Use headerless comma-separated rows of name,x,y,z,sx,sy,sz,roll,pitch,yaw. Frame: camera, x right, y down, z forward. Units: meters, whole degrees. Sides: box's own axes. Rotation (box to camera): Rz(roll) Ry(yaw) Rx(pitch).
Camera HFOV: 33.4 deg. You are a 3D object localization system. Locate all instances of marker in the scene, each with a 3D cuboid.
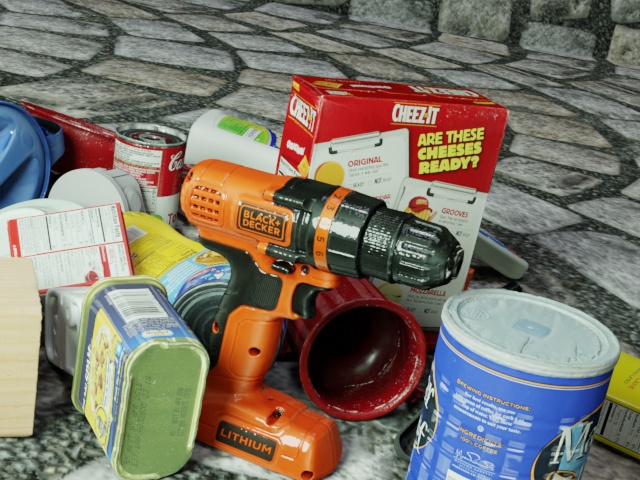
marker,0.156,0.059,0.988,0.020,0.020,0.120,22,23,29

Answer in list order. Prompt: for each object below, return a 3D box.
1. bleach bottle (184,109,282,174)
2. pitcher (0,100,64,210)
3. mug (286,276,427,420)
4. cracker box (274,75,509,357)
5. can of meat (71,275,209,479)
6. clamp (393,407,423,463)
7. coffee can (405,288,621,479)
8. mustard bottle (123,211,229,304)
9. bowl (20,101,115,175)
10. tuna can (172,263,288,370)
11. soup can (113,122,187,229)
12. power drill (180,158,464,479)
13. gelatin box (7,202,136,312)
bleach bottle,-0.025,-0.086,1.242,0.251,0.068,0.102,15,20,7
pitcher,-0.366,-0.089,0.981,0.243,0.145,0.149,20,-10,33
mug,0.030,0.079,0.786,0.117,0.093,0.081,37,5,-22
cracker box,0.042,-0.017,0.849,0.164,0.214,0.072,1,23,-25
can of meat,-0.112,0.085,0.661,0.057,0.102,0.084,-1,24,-29
clamp,0.120,0.090,0.758,0.039,0.120,0.171,50,26,5
coffee can,0.109,0.113,0.633,0.102,0.140,0.103,9,20,-3
mustard bottle,-0.109,0.039,0.846,0.192,0.058,0.096,23,40,31
bowl,-0.237,-0.091,1.097,0.162,0.055,0.162,20,4,-2
tuna can,-0.068,0.062,0.769,0.086,0.086,0.033,11,21,1
soup can,-0.166,-0.053,1.015,0.068,0.102,0.068,9,19,-3
power drill,-0.011,0.053,0.671,0.185,0.188,0.057,17,19,24
gelatin box,-0.189,0.014,0.811,0.089,0.030,0.073,-9,56,-13
